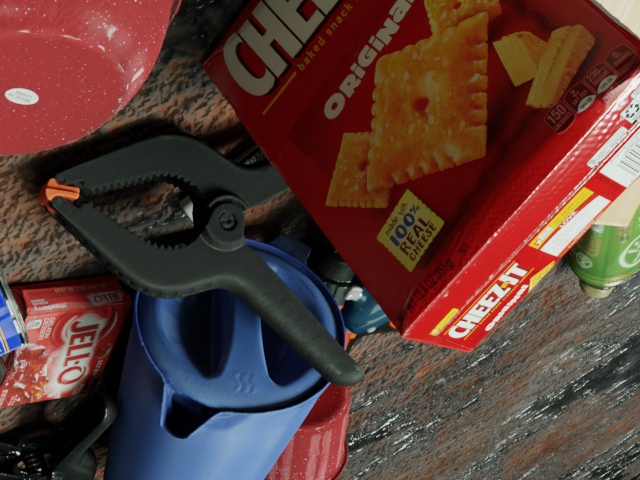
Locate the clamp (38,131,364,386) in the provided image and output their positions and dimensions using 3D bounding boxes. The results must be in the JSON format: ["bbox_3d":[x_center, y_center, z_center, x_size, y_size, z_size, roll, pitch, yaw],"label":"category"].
[{"bbox_3d":[-0.054,0.001,0.612,0.209,0.164,0.036,3,172,-22],"label":"clamp"}]

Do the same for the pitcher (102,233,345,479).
[{"bbox_3d":[-0.076,0.112,0.742,0.149,0.145,0.243,-8,145,-27],"label":"pitcher"}]

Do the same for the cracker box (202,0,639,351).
[{"bbox_3d":[0.051,-0.079,0.527,0.164,0.214,0.072,-49,145,19],"label":"cracker box"}]

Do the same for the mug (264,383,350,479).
[{"bbox_3d":[-0.031,0.147,0.871,0.117,0.093,0.081,0,134,-7],"label":"mug"}]

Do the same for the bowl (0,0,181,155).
[{"bbox_3d":[-0.131,-0.082,0.447,0.162,0.055,0.162,-13,158,-6],"label":"bowl"}]

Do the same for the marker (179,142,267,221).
[{"bbox_3d":[-0.035,-0.053,0.661,0.121,0.020,0.020,-38,148,2],"label":"marker"}]

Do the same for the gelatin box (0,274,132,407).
[{"bbox_3d":[-0.167,0.064,0.674,0.073,0.030,0.089,-5,136,-41],"label":"gelatin box"}]

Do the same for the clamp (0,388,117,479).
[{"bbox_3d":[-0.205,0.154,0.732,0.120,0.039,0.172,-4,148,-19],"label":"clamp"}]
